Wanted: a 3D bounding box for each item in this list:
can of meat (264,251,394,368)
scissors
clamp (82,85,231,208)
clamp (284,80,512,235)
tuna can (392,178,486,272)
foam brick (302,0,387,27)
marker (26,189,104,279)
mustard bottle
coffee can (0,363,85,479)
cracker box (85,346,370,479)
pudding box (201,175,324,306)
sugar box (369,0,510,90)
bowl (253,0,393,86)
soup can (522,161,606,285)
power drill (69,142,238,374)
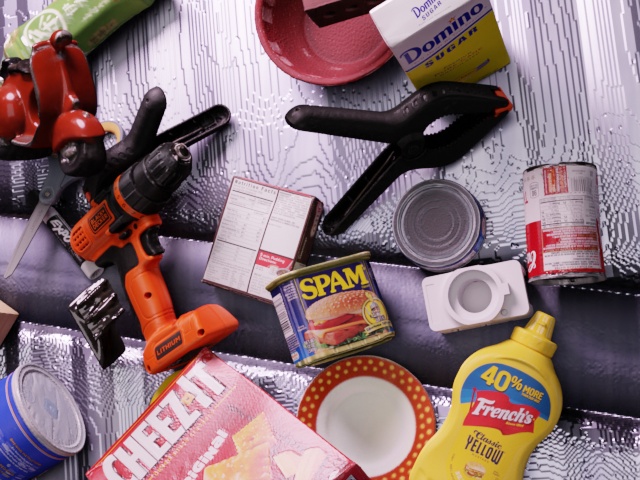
[{"bbox_3d":[0.010,0.065,0.987,0.101,0.058,0.084,-14,79,-26],"label":"can of meat"},{"bbox_3d":[-0.262,-0.051,1.108,0.096,0.016,0.201,7,76,12],"label":"scissors"},{"bbox_3d":[-0.179,-0.091,1.053,0.171,0.120,0.039,-38,64,14],"label":"clamp"},{"bbox_3d":[0.076,-0.086,0.989,0.210,0.164,0.036,-18,50,-7],"label":"clamp"},{"bbox_3d":[0.111,-0.014,0.998,0.086,0.033,0.086,-2,82,16],"label":"tuna can"},{"bbox_3d":[0.024,-0.237,0.985,0.078,0.053,0.051,-14,78,15],"label":"foam brick"},{"bbox_3d":[-0.269,-0.008,1.117,0.020,0.020,0.121,-44,73,7],"label":"marker"},{"bbox_3d":[0.160,0.152,0.948,0.096,0.058,0.191,26,90,10],"label":"mustard bottle"},{"bbox_3d":[-0.321,0.201,1.060,0.140,0.102,0.103,-33,75,10],"label":"coffee can"},{"bbox_3d":[-0.081,0.213,0.935,0.214,0.072,0.164,31,71,39],"label":"cracker box"},{"bbox_3d":[-0.057,0.001,1.043,0.090,0.039,0.113,16,86,19],"label":"pudding box"},{"bbox_3d":[0.111,-0.179,0.945,0.093,0.176,0.048,-31,75,10],"label":"sugar box"},{"bbox_3d":[0.019,-0.223,1.042,0.162,0.055,0.162,-2,82,16],"label":"bowl"},{"bbox_3d":[0.216,-0.014,0.949,0.068,0.068,0.102,-5,81,16],"label":"soup can"},{"bbox_3d":[-0.152,0.020,1.028,0.185,0.057,0.188,-38,74,39],"label":"power drill"}]
